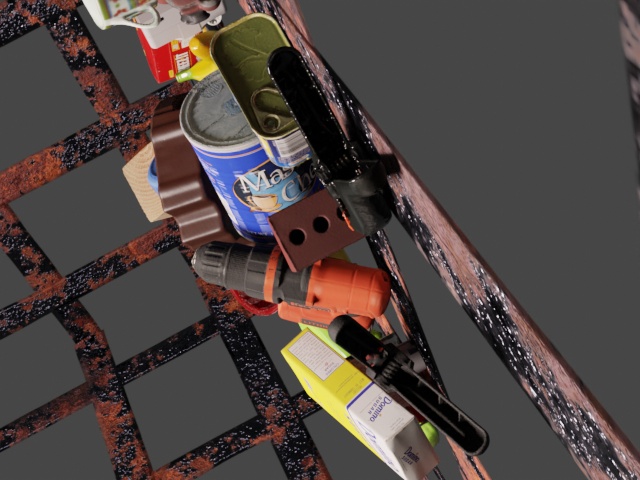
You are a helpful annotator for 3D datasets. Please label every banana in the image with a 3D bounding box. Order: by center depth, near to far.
[{"bbox_3d":[-0.118,-0.200,1.181,0.037,0.069,0.198,66,168,-1],"label":"banana"}]

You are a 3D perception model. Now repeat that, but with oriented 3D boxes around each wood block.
[{"bbox_3d":[-0.170,-0.102,1.537,0.205,0.090,0.091,-20,-102,-53],"label":"wood block"}]

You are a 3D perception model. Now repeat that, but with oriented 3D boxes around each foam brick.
[{"bbox_3d":[0.000,-0.014,0.892,0.053,0.078,0.051,62,178,-3],"label":"foam brick"}]

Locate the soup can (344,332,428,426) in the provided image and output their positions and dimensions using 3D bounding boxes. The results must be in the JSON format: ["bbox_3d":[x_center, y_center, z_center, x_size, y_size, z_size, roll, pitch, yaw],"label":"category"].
[{"bbox_3d":[0.076,0.160,1.169,0.102,0.068,0.068,62,176,6],"label":"soup can"}]

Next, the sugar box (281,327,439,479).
[{"bbox_3d":[0.039,0.169,1.093,0.176,0.048,0.093,38,164,44],"label":"sugar box"}]

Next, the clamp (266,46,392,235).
[{"bbox_3d":[0.010,-0.059,0.728,0.120,0.039,0.171,62,176,17],"label":"clamp"}]

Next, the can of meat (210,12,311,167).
[{"bbox_3d":[-0.038,-0.114,0.841,0.102,0.057,0.084,60,177,15],"label":"can of meat"}]

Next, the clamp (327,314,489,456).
[{"bbox_3d":[0.055,0.107,0.942,0.164,0.036,0.210,42,177,-13],"label":"clamp"}]

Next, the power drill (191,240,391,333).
[{"bbox_3d":[-0.019,0.047,1.033,0.187,0.184,0.057,51,-128,-78],"label":"power drill"}]

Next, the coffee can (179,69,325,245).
[{"bbox_3d":[-0.055,-0.077,0.966,0.103,0.103,0.140,59,175,40],"label":"coffee can"}]

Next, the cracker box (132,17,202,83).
[{"bbox_3d":[-0.205,-0.316,1.241,0.164,0.072,0.214,97,150,-70],"label":"cracker box"}]
